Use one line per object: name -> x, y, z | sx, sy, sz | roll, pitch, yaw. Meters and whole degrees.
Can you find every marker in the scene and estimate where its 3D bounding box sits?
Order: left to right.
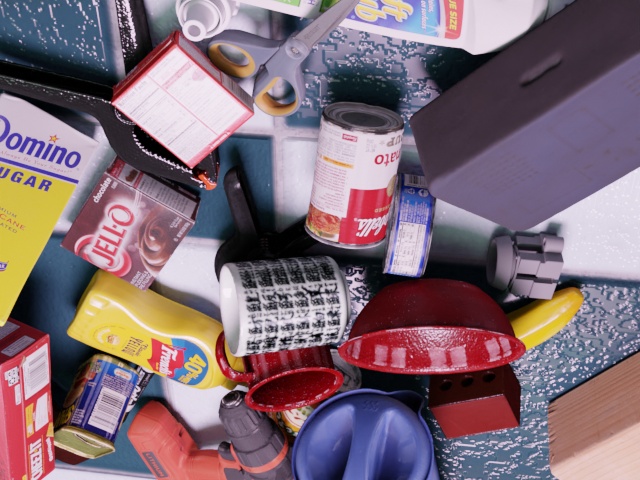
marker -> -0.197, 0.158, 1.129 | 0.020, 0.020, 0.121 | 25, 130, -11

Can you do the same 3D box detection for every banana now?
banana -> 0.147, 0.084, 0.992 | 0.198, 0.037, 0.069 | -7, 130, 16

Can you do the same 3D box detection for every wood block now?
wood block -> 0.319, 0.160, 0.990 | 0.090, 0.090, 0.206 | 37, 127, -20

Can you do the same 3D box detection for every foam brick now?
foam brick -> 0.151, 0.153, 1.039 | 0.078, 0.053, 0.051 | -15, 126, 21

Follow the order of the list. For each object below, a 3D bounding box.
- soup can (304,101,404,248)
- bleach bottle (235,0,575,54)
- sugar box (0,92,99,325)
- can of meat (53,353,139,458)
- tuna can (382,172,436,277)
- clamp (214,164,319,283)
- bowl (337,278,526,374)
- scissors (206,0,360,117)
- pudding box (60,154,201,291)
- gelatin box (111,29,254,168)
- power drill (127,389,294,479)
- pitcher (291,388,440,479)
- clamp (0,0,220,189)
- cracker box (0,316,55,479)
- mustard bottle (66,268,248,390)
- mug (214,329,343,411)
soup can -> 0.027, -0.053, 0.861 | 0.068, 0.068, 0.102 | 10, 115, 2
bleach bottle -> 0.059, -0.194, 0.757 | 0.250, 0.068, 0.103 | 12, 133, -3
sugar box -> -0.265, -0.027, 0.885 | 0.093, 0.176, 0.048 | 28, 162, -15
can of meat -> -0.228, 0.168, 1.080 | 0.057, 0.084, 0.102 | 27, 154, -17
tuna can -> 0.074, -0.013, 0.891 | 0.034, 0.086, 0.086 | 8, 131, 1
clamp -> -0.056, 0.001, 0.955 | 0.120, 0.039, 0.172 | 25, 128, -17
bowl -> 0.096, 0.072, 0.926 | 0.162, 0.055, 0.162 | 1, 160, 0
scissors -> -0.034, -0.150, 0.786 | 0.096, 0.016, 0.202 | 31, 157, 0
pudding box -> -0.171, -0.015, 0.964 | 0.090, 0.039, 0.114 | 29, 129, -14
gelatin box -> -0.108, -0.111, 0.841 | 0.073, 0.030, 0.089 | -38, 120, 21
power drill -> -0.107, 0.214, 1.096 | 0.188, 0.057, 0.184 | 4, 132, 37
pitcher -> 0.056, 0.265, 1.066 | 0.149, 0.145, 0.243 | -13, 144, 7
clamp -> -0.164, -0.115, 0.878 | 0.165, 0.036, 0.210 | -24, 124, 21
cracker box -> -0.364, 0.139, 1.044 | 0.214, 0.072, 0.164 | 19, 121, 23
mustard bottle -> -0.145, 0.098, 1.043 | 0.191, 0.058, 0.096 | 26, 138, -13
mug -> -0.043, 0.104, 0.991 | 0.117, 0.081, 0.093 | 1, 147, -27
